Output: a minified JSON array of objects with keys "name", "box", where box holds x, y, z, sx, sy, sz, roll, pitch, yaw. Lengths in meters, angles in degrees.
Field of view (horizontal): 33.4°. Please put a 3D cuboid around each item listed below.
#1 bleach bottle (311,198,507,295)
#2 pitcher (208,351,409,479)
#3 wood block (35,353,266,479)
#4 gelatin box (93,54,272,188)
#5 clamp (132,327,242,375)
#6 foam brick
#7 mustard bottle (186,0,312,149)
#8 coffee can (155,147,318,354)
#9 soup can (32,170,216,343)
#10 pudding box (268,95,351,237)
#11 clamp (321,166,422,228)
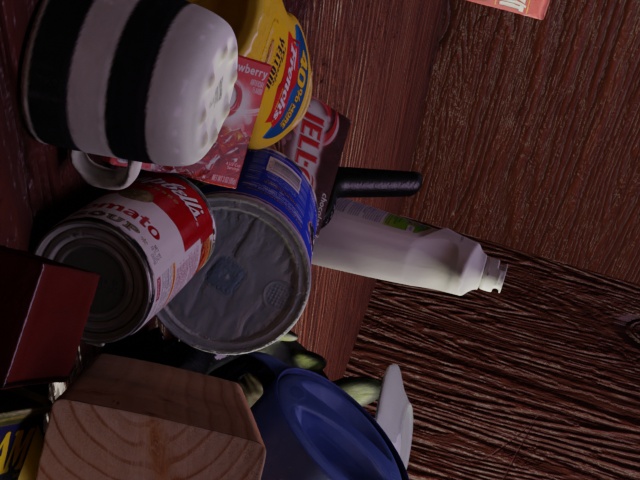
[{"name":"bleach bottle","box":[0.047,0.002,0.987,0.102,0.251,0.068,-52,157,-71]},{"name":"pitcher","box":[-0.064,0.213,0.813,0.243,0.144,0.149,-46,-153,17]},{"name":"wood block","box":[-0.085,0.116,0.528,0.206,0.090,0.091,171,-68,-83]},{"name":"gelatin box","box":[-0.076,-0.072,0.577,0.089,0.030,0.073,10,100,-44]},{"name":"clamp","box":[-0.108,0.086,0.713,0.171,0.120,0.039,-28,97,-54]},{"name":"foam brick","box":[-0.134,0.029,0.446,0.078,0.053,0.051,46,61,-83]},{"name":"mustard bottle","box":[-0.045,-0.112,0.710,0.191,0.058,0.096,42,64,-75]},{"name":"coffee can","box":[-0.055,0.001,0.707,0.140,0.103,0.103,-84,-172,-72]},{"name":"soup can","box":[-0.103,0.006,0.571,0.102,0.068,0.068,-53,159,-69]},{"name":"pudding box","box":[-0.030,-0.068,0.862,0.039,0.090,0.113,-11,-124,54]},{"name":"clamp","box":[-0.005,-0.055,0.945,0.209,0.164,0.036,-52,176,-47]}]
